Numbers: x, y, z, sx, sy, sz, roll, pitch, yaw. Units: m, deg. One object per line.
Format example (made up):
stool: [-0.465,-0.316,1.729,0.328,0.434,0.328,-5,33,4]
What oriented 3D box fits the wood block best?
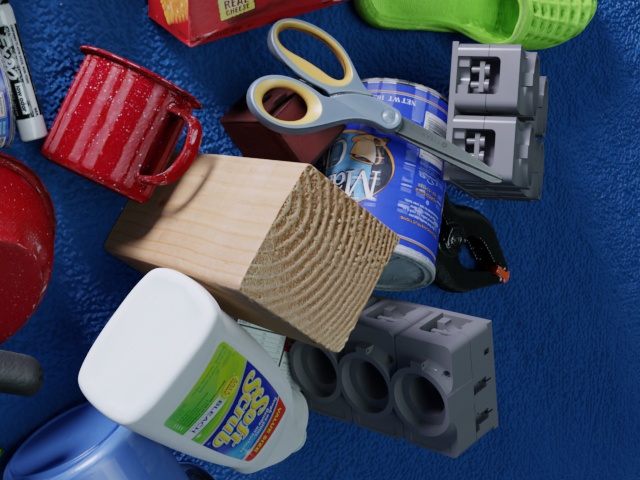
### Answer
wood block: [-0.055,0.001,0.738,0.090,0.206,0.090,36,76,-32]

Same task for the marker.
marker: [-0.211,-0.128,0.728,0.020,0.020,0.121,-21,108,-30]

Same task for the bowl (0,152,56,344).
bowl: [-0.230,0.023,0.674,0.161,0.055,0.162,-27,139,-27]

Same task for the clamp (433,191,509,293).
clamp: [0.109,-0.013,0.951,0.171,0.039,0.120,21,89,-38]

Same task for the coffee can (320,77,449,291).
coffee can: [0.048,-0.042,0.844,0.102,0.103,0.140,24,66,-34]

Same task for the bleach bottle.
bleach bottle: [-0.064,0.108,0.759,0.102,0.068,0.250,-54,150,-4]

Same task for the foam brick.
foam brick: [-0.029,-0.090,0.822,0.053,0.078,0.051,-50,120,-21]

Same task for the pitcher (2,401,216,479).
pitcher: [-0.122,0.233,0.784,0.145,0.149,0.243,-29,109,-12]

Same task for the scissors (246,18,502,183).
scissors: [0.031,-0.080,0.774,0.202,0.016,0.096,42,70,1]

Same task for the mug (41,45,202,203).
mug: [-0.131,-0.073,0.736,0.081,0.117,0.093,-65,151,-3]
